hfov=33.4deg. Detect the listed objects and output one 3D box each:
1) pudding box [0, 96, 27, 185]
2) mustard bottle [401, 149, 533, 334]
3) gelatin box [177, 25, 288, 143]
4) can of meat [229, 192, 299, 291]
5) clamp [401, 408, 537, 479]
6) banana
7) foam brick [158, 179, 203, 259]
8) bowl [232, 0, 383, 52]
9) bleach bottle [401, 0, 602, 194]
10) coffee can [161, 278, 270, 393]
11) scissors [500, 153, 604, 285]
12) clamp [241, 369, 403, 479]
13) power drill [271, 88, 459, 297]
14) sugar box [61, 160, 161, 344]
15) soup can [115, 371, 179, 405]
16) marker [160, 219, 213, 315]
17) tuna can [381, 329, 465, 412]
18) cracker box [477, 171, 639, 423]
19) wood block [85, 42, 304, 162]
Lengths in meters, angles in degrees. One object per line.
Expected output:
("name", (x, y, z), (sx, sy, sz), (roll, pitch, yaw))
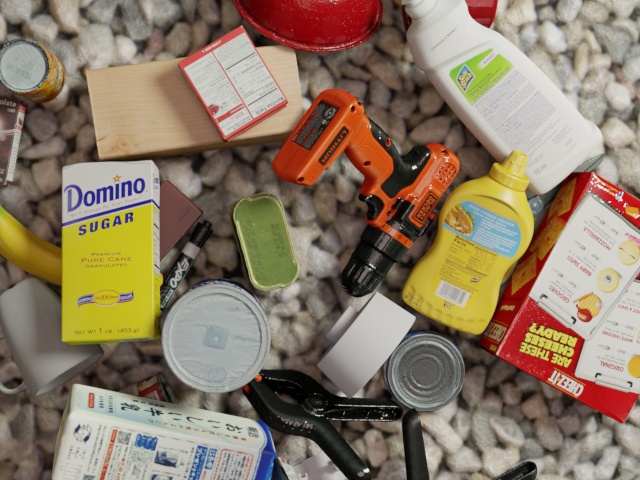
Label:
("pudding box", (-0.366, -0.109, 1.096), (0.113, 0.039, 0.090), (10, 89, -4))
("mustard bottle", (0.164, -0.004, 1.097), (0.096, 0.058, 0.192), (26, 109, 5))
("gelatin box", (-0.084, -0.150, 1.031), (0.073, 0.030, 0.089), (-32, 92, -5))
("can of meat", (-0.057, 0.001, 1.098), (0.057, 0.084, 0.102), (-16, 92, -4))
("clamp", (0.130, 0.296, 1.135), (0.164, 0.036, 0.210), (19, 96, -13))
("banana", (-0.261, 0.020, 1.096), (0.197, 0.070, 0.037), (25, 50, -8))
("foam brick", (-0.166, -0.017, 1.106), (0.053, 0.051, 0.078), (43, 88, -5))
("bowl", (-0.008, -0.265, 1.071), (0.162, 0.055, 0.162), (7, 54, -10))
("bleach bottle", (0.175, -0.163, 1.079), (0.102, 0.068, 0.250), (-44, 115, 2))
("coffee can", (-0.103, 0.091, 1.067), (0.102, 0.140, 0.103), (0, 91, -4))
("scissors", (0.230, -0.016, 1.153), (0.201, 0.016, 0.096), (-20, 94, -4))
("clamp", (-0.005, 0.185, 1.095), (0.171, 0.120, 0.039), (17, 120, 3))
("power drill", (0.039, -0.050, 1.078), (0.187, 0.057, 0.184), (36, 87, -40))
("sugar box", (-0.205, 0.011, 1.046), (0.093, 0.048, 0.176), (-3, 82, 1))
("soup can", (-0.197, 0.188, 1.098), (0.102, 0.068, 0.068), (-25, 92, -3))
("marker", (-0.149, 0.032, 1.124), (0.020, 0.020, 0.121), (32, 89, -4))
("tuna can", (0.110, 0.139, 1.137), (0.086, 0.034, 0.086), (0, 91, -4))
("cracker box", (0.289, 0.058, 1.125), (0.164, 0.072, 0.214), (29, 89, -10))
("wood block", (-0.124, -0.137, 1.089), (0.206, 0.090, 0.091), (-9, 91, -4))
